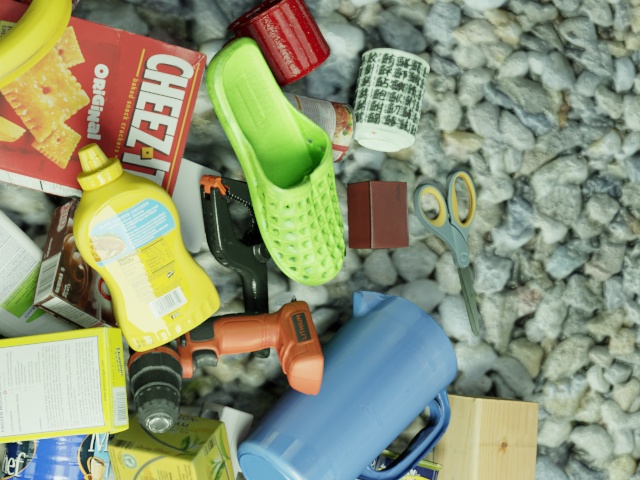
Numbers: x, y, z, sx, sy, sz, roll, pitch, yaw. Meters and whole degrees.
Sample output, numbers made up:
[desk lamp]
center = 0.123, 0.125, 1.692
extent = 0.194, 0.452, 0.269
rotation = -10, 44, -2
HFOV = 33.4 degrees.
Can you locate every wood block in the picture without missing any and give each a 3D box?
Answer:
[wood block]
center = 0.190, 0.288, 1.251
extent = 0.090, 0.090, 0.206
rotation = 8, 83, -27

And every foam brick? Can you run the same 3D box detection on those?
[foam brick]
center = 0.066, -0.028, 1.226
extent = 0.052, 0.051, 0.078
rotation = 1, 87, -29

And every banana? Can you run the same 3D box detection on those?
[banana]
center = -0.291, -0.176, 0.971
extent = 0.070, 0.037, 0.197
rotation = 36, 73, 19

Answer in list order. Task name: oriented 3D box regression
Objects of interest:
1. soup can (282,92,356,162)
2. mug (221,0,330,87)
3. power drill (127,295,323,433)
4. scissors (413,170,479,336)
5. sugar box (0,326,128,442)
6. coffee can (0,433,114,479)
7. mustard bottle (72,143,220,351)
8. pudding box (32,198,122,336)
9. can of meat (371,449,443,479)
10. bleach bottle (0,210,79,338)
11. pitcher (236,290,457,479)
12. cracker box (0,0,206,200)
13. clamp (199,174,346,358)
[soup can]
center = -0.021, -0.126, 1.175
extent = 0.102, 0.069, 0.068
rotation = 7, 84, -27
[mug]
center = -0.052, -0.212, 1.160
extent = 0.117, 0.093, 0.081
rotation = -30, 108, 5
[power drill]
center = -0.095, 0.115, 1.048
extent = 0.187, 0.184, 0.057
rotation = 1, 126, -13
[scissors]
center = 0.154, 0.014, 1.291
extent = 0.096, 0.016, 0.202
rotation = 4, 85, -26
[sugar box]
center = -0.263, 0.132, 0.949
extent = 0.176, 0.048, 0.093
rotation = -7, 82, 12
[coffee can]
center = -0.249, 0.203, 1.013
extent = 0.102, 0.103, 0.140
rotation = 10, 83, -28
[mustard bottle]
center = -0.171, 0.000, 0.978
extent = 0.096, 0.058, 0.191
rotation = -28, 111, -13
[pudding box]
center = -0.222, 0.029, 1.026
extent = 0.090, 0.039, 0.113
rotation = 34, 48, -36
[can of meat]
center = 0.080, 0.282, 1.212
extent = 0.102, 0.058, 0.084
rotation = 20, 80, -25
[bleach bottle]
center = -0.304, 0.044, 1.017
extent = 0.250, 0.068, 0.102
rotation = 48, 65, -20
[pitcher]
center = 0.033, 0.185, 1.129
extent = 0.242, 0.149, 0.145
rotation = -43, 151, -32
[cracker box]
center = -0.232, -0.125, 1.030
extent = 0.213, 0.072, 0.164
rotation = 14, 80, -9
[clamp]
center = -0.057, 0.001, 1.140
extent = 0.164, 0.036, 0.210
rotation = -47, 127, -27
